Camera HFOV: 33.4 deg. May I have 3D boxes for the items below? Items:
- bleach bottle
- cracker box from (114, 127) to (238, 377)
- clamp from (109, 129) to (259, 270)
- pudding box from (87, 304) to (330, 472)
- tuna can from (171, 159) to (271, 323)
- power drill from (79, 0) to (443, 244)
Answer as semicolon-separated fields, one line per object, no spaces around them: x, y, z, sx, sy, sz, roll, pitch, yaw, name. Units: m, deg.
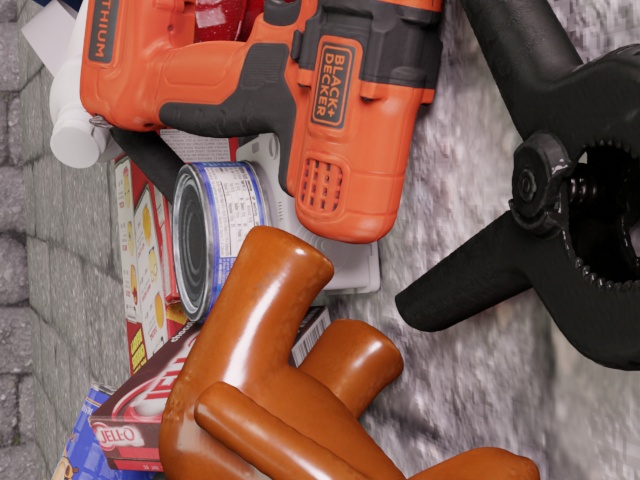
-0.119;-0.138;0.678;0.250;0.068;0.102;-78;-8;-49;bleach bottle
-0.102;0.010;0.791;0.164;0.072;0.214;153;111;-69;cracker box
-0.063;-0.017;0.624;0.039;0.120;0.171;20;116;59;clamp
-0.053;0.077;0.565;0.090;0.113;0.039;-4;113;30;pudding box
-0.054;0.001;0.562;0.086;0.033;0.086;177;90;-70;tuna can
-0.028;-0.105;0.489;0.188;0.057;0.184;18;102;39;power drill
